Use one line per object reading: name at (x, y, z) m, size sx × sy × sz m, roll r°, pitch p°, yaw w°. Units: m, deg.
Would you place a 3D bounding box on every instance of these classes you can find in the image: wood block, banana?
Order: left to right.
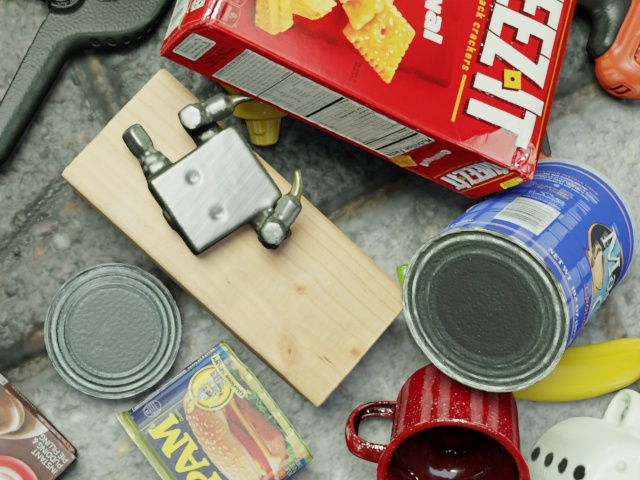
wood block at (-0.054, 0.000, 0.676) m, size 0.206 × 0.091 × 0.090 m, roll 42°, pitch 81°, yaw -4°
banana at (0.139, 0.075, 0.728) m, size 0.197 × 0.037 × 0.069 m, roll 17°, pitch 84°, yaw -7°

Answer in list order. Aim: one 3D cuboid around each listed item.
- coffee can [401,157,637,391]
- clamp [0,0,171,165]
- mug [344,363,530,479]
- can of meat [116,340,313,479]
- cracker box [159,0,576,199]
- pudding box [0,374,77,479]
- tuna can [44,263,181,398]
coffee can at (0.127, 0.017, 0.662) m, size 0.103 × 0.103 × 0.140 m, roll 58°, pitch 38°, yaw -2°
clamp at (-0.178, -0.166, 0.695) m, size 0.210 × 0.036 × 0.164 m, roll -35°, pitch 92°, yaw -11°
mug at (0.074, 0.128, 0.681) m, size 0.117 × 0.081 × 0.093 m, roll 7°, pitch 116°, yaw 6°
can of meat at (-0.067, 0.127, 0.684) m, size 0.084 × 0.057 × 0.102 m, roll -37°, pitch 92°, yaw -12°
cracker box at (0.038, -0.140, 0.600) m, size 0.213 × 0.072 × 0.164 m, roll 22°, pitch 75°, yaw -22°
pudding box at (-0.223, 0.127, 0.667) m, size 0.090 × 0.039 × 0.113 m, roll -45°, pitch 93°, yaw -8°
tuna can at (-0.133, 0.058, 0.689) m, size 0.086 × 0.034 × 0.086 m, roll 1°, pitch 86°, yaw -9°
